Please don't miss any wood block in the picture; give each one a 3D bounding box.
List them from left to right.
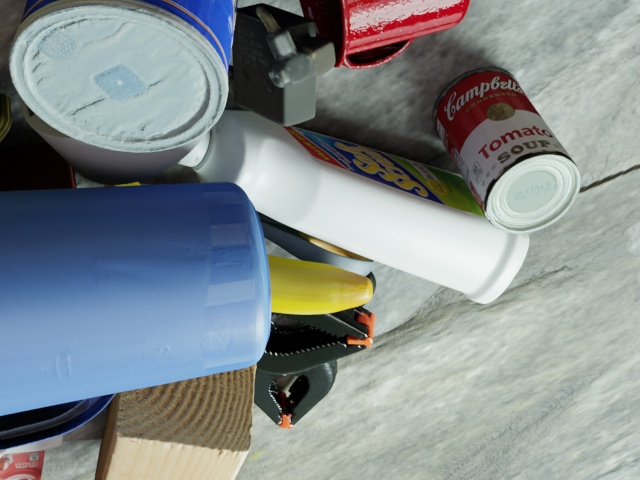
[{"bbox_3d":[-0.114,0.152,0.788,0.090,0.090,0.206,10,143,-12],"label":"wood block"}]

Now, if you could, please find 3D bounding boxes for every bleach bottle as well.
[{"bbox_3d":[0.015,-0.030,0.710,0.250,0.103,0.068,16,115,-31],"label":"bleach bottle"}]

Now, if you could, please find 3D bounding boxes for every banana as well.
[{"bbox_3d":[-0.065,0.009,0.695,0.197,0.037,0.070,27,141,-7],"label":"banana"}]

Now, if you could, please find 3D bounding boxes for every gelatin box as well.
[{"bbox_3d":[-0.267,0.183,0.851,0.089,0.030,0.073,2,129,-20],"label":"gelatin box"}]

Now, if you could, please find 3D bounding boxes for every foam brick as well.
[{"bbox_3d":[-0.179,-0.018,0.672,0.053,0.078,0.051,-8,132,-10],"label":"foam brick"}]

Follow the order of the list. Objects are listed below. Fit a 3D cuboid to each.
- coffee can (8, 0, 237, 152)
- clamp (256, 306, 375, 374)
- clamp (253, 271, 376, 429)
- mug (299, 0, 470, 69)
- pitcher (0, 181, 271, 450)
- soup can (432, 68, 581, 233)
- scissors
[{"bbox_3d":[-0.091,-0.131,0.541,0.103,0.140,0.103,3,146,2],"label":"coffee can"},{"bbox_3d":[-0.068,0.050,0.763,0.210,0.036,0.164,-1,132,10],"label":"clamp"},{"bbox_3d":[-0.033,0.082,0.839,0.120,0.039,0.172,10,126,-9],"label":"clamp"},{"bbox_3d":[0.035,-0.148,0.628,0.081,0.093,0.117,-16,143,-12],"label":"mug"},{"bbox_3d":[-0.156,0.040,0.594,0.242,0.145,0.149,-6,170,-15],"label":"pitcher"},{"bbox_3d":[0.124,-0.061,0.722,0.068,0.102,0.068,-10,132,-11],"label":"soup can"},{"bbox_3d":[-0.048,-0.009,0.722,0.201,0.096,0.016,11,106,-30],"label":"scissors"}]
